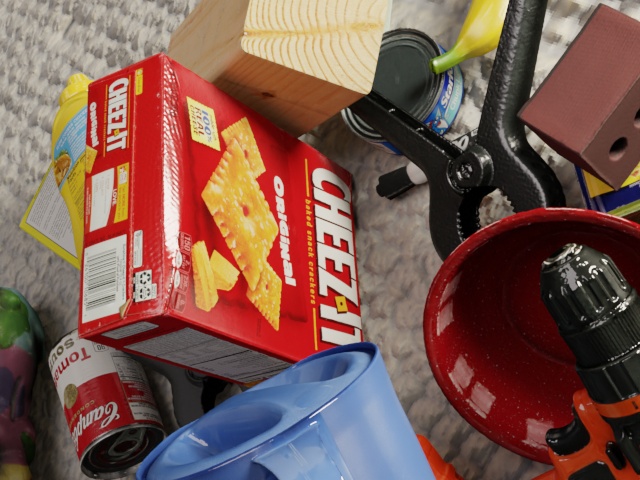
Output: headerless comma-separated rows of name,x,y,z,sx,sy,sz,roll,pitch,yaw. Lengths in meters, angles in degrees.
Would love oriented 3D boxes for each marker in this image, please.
marker,0.089,-0.058,0.723,0.121,0.020,0.020,-26,59,28

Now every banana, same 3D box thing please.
banana,0.112,-0.203,0.735,0.069,0.037,0.198,4,66,2

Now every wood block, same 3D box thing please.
wood block,-0.042,-0.125,0.744,0.206,0.090,0.090,-20,57,64

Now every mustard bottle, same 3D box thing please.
mustard bottle,-0.169,-0.061,0.839,0.096,0.058,0.192,-46,52,28

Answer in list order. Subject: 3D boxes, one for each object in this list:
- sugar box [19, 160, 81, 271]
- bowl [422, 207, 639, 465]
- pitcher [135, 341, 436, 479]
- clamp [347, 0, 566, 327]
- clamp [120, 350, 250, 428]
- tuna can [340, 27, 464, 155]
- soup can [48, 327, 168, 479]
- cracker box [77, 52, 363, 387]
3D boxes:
sugar box,-0.173,-0.014,0.892,0.176,0.048,0.093,29,93,37
bowl,0.141,0.046,0.591,0.162,0.055,0.162,9,118,17
pitcher,0.023,0.183,0.521,0.145,0.149,0.243,-24,96,32
clamp,0.105,-0.052,0.661,0.165,0.036,0.210,-35,71,38
clamp,-0.090,0.095,0.781,0.120,0.039,0.171,-30,61,15
tuna can,0.058,-0.104,0.755,0.086,0.033,0.086,-14,66,33
soup can,-0.165,0.122,0.822,0.069,0.068,0.102,-42,53,18
cracker box,-0.054,0.001,0.685,0.072,0.213,0.164,-16,65,30
